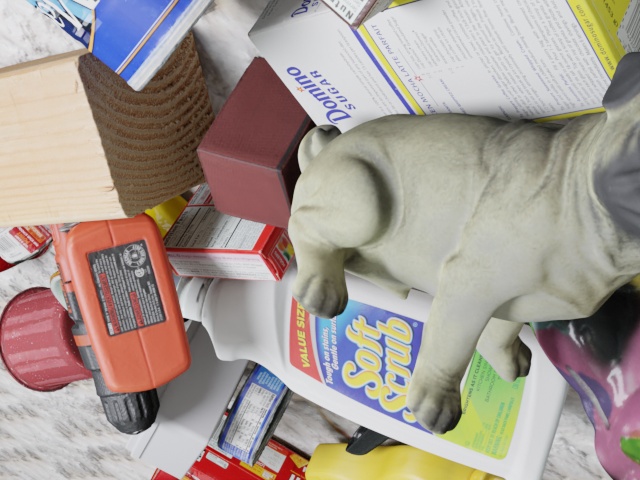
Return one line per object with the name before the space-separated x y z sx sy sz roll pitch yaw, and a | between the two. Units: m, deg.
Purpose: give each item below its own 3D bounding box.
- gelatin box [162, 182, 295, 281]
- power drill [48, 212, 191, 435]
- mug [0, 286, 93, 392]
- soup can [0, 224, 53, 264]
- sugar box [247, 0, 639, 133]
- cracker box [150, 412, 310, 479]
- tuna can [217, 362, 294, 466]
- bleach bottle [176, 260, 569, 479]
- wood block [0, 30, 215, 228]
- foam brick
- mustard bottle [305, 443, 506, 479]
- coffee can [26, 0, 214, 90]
gelatin box | -0.049 -0.011 0.670 0.089 0.073 0.030 0 138 37
power drill | -0.134 0.051 0.700 0.188 0.057 0.184 178 75 -71
mug | -0.204 0.086 0.909 0.082 0.093 0.117 -14 132 41
soup can | -0.239 -0.039 0.780 0.069 0.068 0.102 -6 134 42
sugar box | 0.059 -0.094 0.502 0.177 0.048 0.093 -3 138 44
cracker box | -0.084 0.255 1.063 0.164 0.072 0.214 31 148 -2
tuna can | -0.050 0.136 0.862 0.034 0.086 0.086 26 147 7
bleach bottle | 0.026 0.075 0.681 0.251 0.102 0.068 15 -176 7
wood block | -0.168 -0.063 0.647 0.207 0.090 0.091 -2 109 39
foam brick | -0.025 -0.054 0.590 0.051 0.078 0.053 14 145 20
mustard bottle | 0.083 0.205 0.881 0.192 0.058 0.096 -10 132 44
coffee can | -0.109 -0.153 0.494 0.140 0.102 0.103 38 146 -14
